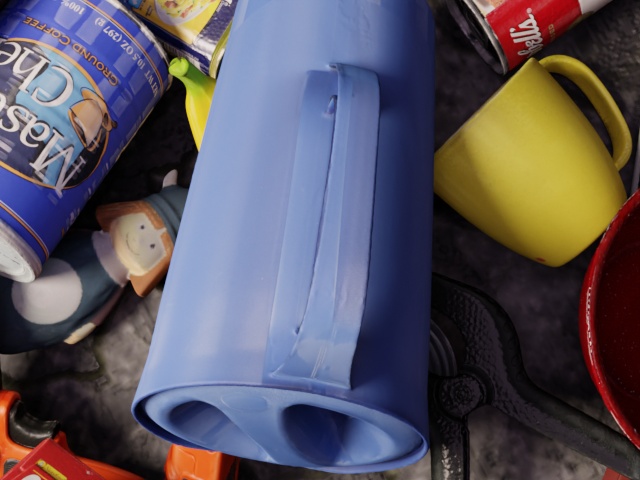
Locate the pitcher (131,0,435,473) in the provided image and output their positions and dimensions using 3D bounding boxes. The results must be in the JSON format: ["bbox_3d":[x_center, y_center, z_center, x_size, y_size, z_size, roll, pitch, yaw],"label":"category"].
[{"bbox_3d":[-0.002,-0.020,0.515,0.149,0.144,0.243,-11,59,33],"label":"pitcher"}]

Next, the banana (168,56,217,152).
[{"bbox_3d":[-0.046,-0.008,0.606,0.037,0.069,0.198,-10,100,32],"label":"banana"}]

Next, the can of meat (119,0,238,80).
[{"bbox_3d":[-0.065,-0.151,0.624,0.084,0.057,0.102,32,90,11],"label":"can of meat"}]

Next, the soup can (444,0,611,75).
[{"bbox_3d":[0.125,-0.148,0.592,0.102,0.068,0.068,-34,83,4],"label":"soup can"}]

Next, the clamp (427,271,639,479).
[{"bbox_3d":[0.073,0.090,0.562,0.120,0.039,0.171,-40,75,3],"label":"clamp"}]

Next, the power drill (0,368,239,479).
[{"bbox_3d":[-0.139,0.108,0.591,0.188,0.057,0.184,10,114,9],"label":"power drill"}]

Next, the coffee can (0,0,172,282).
[{"bbox_3d":[-0.161,-0.063,0.585,0.103,0.103,0.140,27,68,8],"label":"coffee can"}]
